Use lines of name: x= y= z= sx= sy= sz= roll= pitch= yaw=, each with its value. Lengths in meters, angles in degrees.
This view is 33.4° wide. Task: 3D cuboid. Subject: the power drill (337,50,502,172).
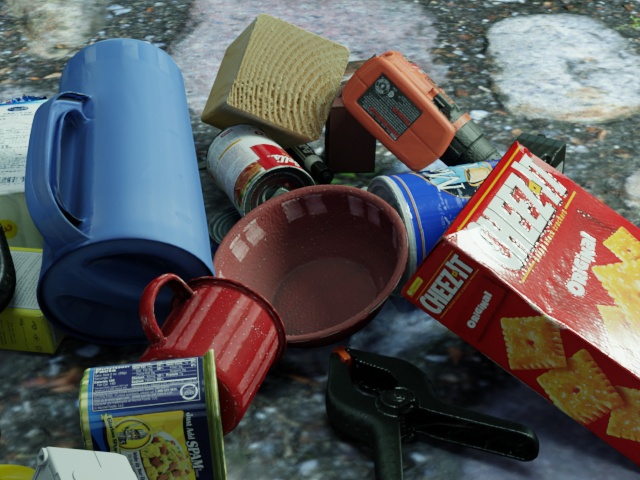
power drill: x=0.100 y=-0.106 z=0.996 sx=0.184 sy=0.057 sz=0.187 roll=44 pitch=15 yaw=8

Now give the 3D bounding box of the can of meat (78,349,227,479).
can of meat: x=-0.104 y=0.124 z=0.681 sx=0.084 sy=0.102 sz=0.057 roll=-6 pitch=32 yaw=-5

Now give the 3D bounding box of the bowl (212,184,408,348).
bowl: x=-0.005 y=0.031 z=0.851 sx=0.162 sy=0.055 sz=0.162 roll=-10 pitch=46 yaw=10

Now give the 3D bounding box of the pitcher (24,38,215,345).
pitcher: x=-0.162 y=-0.053 z=0.853 sx=0.144 sy=0.149 sz=0.243 roll=3 pitch=50 yaw=-16

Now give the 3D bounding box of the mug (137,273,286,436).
mug: x=-0.086 y=0.077 z=0.752 sx=0.093 sy=0.117 sz=0.081 roll=-19 pitch=26 yaw=31

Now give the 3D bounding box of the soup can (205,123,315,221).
soup can: x=-0.054 y=-0.054 z=0.939 sx=0.068 sy=0.068 sz=0.102 roll=-13 pitch=32 yaw=-20

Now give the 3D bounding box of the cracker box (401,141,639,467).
cracker box: x=0.188 y=0.040 z=0.766 sx=0.214 sy=0.072 sz=0.164 roll=37 pitch=40 yaw=5

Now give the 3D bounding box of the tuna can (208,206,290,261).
tuna can: x=-0.056 y=0.001 z=0.949 sx=0.086 sy=0.034 sz=0.086 roll=0 pitch=31 yaw=0

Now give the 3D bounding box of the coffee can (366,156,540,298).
coffee can: x=0.120 y=-0.013 z=0.905 sx=0.140 sy=0.103 sz=0.103 roll=-10 pitch=32 yaw=-16

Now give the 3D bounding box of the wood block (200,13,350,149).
wood block: x=-0.049 y=-0.147 z=1.032 sx=0.090 sy=0.090 sz=0.206 roll=21 pitch=-2 yaw=-12

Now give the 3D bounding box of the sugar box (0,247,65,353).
sugar box: x=-0.287 y=0.044 z=0.871 sx=0.176 sy=0.048 sz=0.093 roll=2 pitch=32 yaw=11

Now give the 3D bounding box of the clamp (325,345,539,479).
clamp: x=0.050 y=0.128 z=0.734 sx=0.120 sy=0.039 sz=0.172 roll=-19 pitch=29 yaw=-35

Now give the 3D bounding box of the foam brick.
foam brick: x=0.031 y=-0.115 z=1.100 sx=0.051 sy=0.078 sz=0.053 roll=1 pitch=31 yaw=-2

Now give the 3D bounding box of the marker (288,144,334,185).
marker: x=-0.015 y=-0.090 z=1.114 sx=0.020 sy=0.020 sz=0.121 roll=-12 pitch=33 yaw=-19
